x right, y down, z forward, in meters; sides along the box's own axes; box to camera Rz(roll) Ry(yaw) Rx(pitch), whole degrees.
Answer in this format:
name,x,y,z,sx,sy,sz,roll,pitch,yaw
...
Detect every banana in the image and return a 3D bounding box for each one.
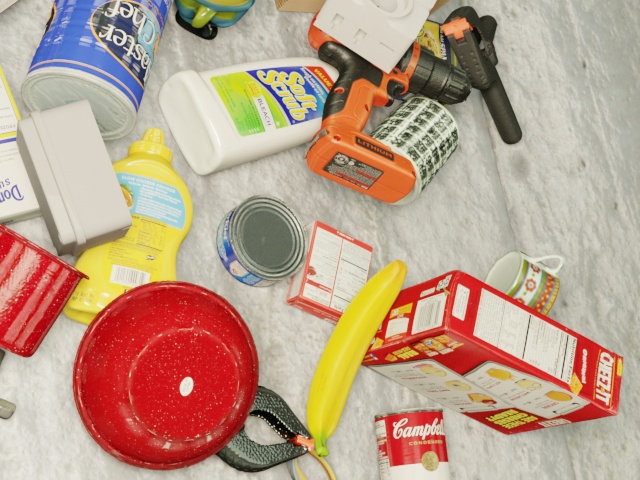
name,x,y,z,sx,sy,sz,roll,pitch,yaw
banana,0.030,0.110,1.014,0.037,0.070,0.198,29,77,-30

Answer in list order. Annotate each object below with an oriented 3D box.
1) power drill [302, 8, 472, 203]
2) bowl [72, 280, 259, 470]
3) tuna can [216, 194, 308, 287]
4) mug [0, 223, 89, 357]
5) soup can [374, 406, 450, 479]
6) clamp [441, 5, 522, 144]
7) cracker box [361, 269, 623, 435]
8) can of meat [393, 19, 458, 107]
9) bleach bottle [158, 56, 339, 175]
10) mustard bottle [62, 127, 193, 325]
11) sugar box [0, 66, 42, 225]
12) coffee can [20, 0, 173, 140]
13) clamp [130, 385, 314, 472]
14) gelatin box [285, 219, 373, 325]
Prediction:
name,x,y,z,sx,sy,sz,roll,pitch,yaw
power drill,0.064,-0.131,1.058,0.184,0.057,0.187,20,53,-15
bowl,-0.119,0.115,0.878,0.161,0.055,0.162,-1,92,-22
tuna can,-0.057,0.001,1.030,0.086,0.034,0.086,11,67,-29
mug,-0.255,0.036,0.857,0.117,0.093,0.081,27,80,23
soup can,0.090,0.216,1.027,0.068,0.069,0.102,5,71,-32
clamp,0.179,-0.215,1.207,0.209,0.036,0.164,33,45,-60
cracker box,0.162,0.114,1.050,0.213,0.164,0.072,27,62,-22
can of meat,0.103,-0.203,1.194,0.083,0.058,0.102,10,68,-28
bleach bottle,-0.035,-0.146,1.082,0.250,0.068,0.102,-24,86,-39
mustard bottle,-0.164,-0.015,0.951,0.096,0.058,0.191,15,65,-17
sugar box,-0.302,-0.095,0.901,0.093,0.048,0.176,-17,86,-38
coffee can,-0.199,-0.176,0.960,0.102,0.103,0.140,24,61,-24
clamp,-0.086,0.149,0.954,0.171,0.039,0.120,16,70,-23
gelatin box,0.010,0.035,1.064,0.073,0.030,0.089,25,62,-25
